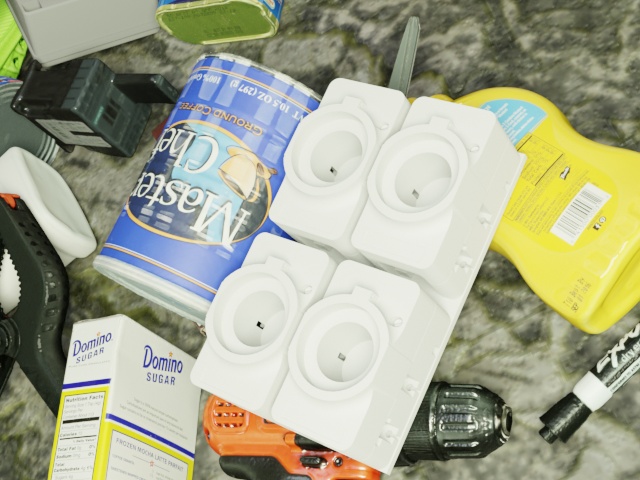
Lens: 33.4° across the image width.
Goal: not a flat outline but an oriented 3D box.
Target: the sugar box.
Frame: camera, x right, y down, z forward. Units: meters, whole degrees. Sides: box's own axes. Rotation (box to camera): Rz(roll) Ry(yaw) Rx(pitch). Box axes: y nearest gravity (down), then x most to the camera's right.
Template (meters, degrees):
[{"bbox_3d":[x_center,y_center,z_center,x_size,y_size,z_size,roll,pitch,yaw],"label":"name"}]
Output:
[{"bbox_3d":[-0.118,0.143,0.635,0.048,0.093,0.176,-13,59,24],"label":"sugar box"}]

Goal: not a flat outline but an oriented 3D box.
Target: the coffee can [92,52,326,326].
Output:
[{"bbox_3d":[-0.057,-0.025,0.632,0.103,0.102,0.140,18,77,36],"label":"coffee can"}]

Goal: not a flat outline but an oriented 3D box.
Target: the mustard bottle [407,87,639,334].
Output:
[{"bbox_3d":[0.112,-0.035,0.615,0.192,0.058,0.096,40,94,38],"label":"mustard bottle"}]

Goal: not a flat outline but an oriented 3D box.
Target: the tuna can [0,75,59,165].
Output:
[{"bbox_3d":[-0.248,-0.085,0.838,0.034,0.086,0.086,21,77,38],"label":"tuna can"}]

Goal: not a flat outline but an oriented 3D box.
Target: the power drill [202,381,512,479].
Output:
[{"bbox_3d":[0.008,0.162,0.575,0.185,0.057,0.187,-5,61,29],"label":"power drill"}]

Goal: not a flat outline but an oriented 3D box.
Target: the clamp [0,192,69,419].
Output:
[{"bbox_3d":[-0.199,0.071,0.720,0.165,0.036,0.210,-2,88,26],"label":"clamp"}]

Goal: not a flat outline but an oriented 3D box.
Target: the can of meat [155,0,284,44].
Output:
[{"bbox_3d":[-0.071,-0.200,0.813,0.102,0.057,0.084,-1,67,31],"label":"can of meat"}]

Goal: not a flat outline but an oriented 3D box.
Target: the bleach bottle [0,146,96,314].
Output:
[{"bbox_3d":[-0.289,0.046,0.808,0.251,0.068,0.103,-41,53,8],"label":"bleach bottle"}]
